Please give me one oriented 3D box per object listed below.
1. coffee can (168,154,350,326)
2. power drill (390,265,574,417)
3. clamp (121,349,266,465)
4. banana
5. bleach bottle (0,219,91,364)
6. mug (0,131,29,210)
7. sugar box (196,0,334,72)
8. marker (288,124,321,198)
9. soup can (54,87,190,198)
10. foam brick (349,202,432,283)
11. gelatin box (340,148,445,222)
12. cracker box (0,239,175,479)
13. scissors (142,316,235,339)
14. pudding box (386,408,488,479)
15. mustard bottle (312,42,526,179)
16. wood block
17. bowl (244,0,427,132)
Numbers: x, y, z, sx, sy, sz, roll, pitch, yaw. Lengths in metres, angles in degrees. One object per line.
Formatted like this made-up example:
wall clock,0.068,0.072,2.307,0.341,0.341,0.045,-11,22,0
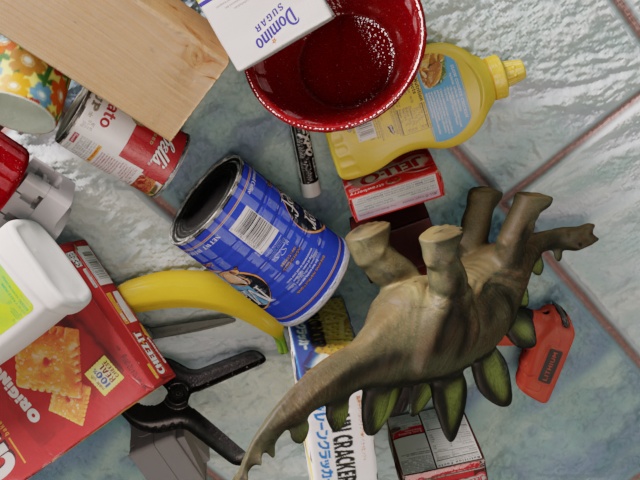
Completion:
coffee can,-0.057,0.001,1.006,0.140,0.103,0.103,38,108,-24
power drill,0.158,0.119,1.124,0.187,0.057,0.185,10,117,-13
clamp,-0.140,0.171,1.092,0.171,0.120,0.039,-1,151,-3
banana,-0.118,0.063,1.062,0.197,0.037,0.070,15,98,-8
bleach bottle,-0.331,0.093,0.969,0.251,0.068,0.102,-39,83,14
mug,-0.321,-0.064,0.952,0.081,0.093,0.117,35,139,-28
sugar box,-0.071,-0.237,0.876,0.093,0.048,0.176,-28,100,9
marker,-0.018,-0.097,1.005,0.020,0.020,0.121,-12,119,-1
soup can,-0.177,-0.092,0.959,0.102,0.068,0.069,31,111,-21
foam brick,0.073,-0.002,1.050,0.078,0.051,0.053,-19,120,3
gelatin box,0.066,-0.057,1.006,0.089,0.073,0.030,-18,119,3
cracker box,-0.274,0.126,1.025,0.214,0.072,0.164,-35,86,11
scissors,-0.196,0.084,1.083,0.202,0.016,0.096,-23,119,5
pudding box,0.123,0.225,1.146,0.090,0.113,0.039,-11,116,-2
mustard bottle,0.095,-0.128,0.977,0.191,0.058,0.096,-18,98,2
wood block,-0.187,-0.187,0.893,0.206,0.090,0.091,32,110,-22
bowl,0.016,-0.165,0.924,0.162,0.055,0.162,-3,79,15
